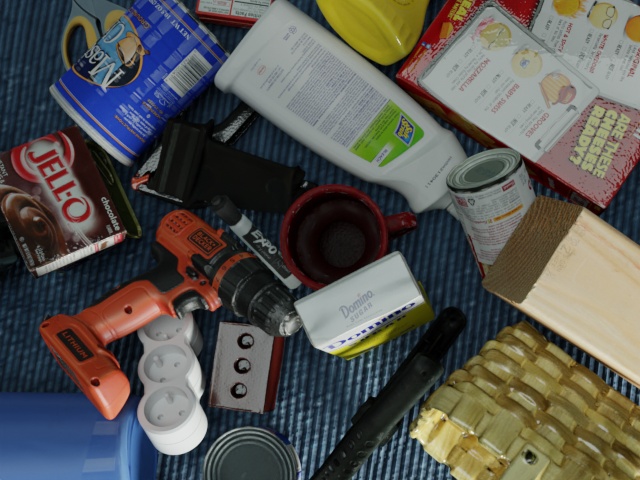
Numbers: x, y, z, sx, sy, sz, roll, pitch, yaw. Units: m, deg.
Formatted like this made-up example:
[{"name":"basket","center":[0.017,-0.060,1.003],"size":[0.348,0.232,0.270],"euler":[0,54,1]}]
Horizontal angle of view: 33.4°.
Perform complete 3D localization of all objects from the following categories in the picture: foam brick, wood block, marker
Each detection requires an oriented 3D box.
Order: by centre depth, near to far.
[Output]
[{"name":"wood block","center":[0.245,0.058,0.852],"size":[0.206,0.091,0.090],"euler":[33,91,-14]},{"name":"marker","center":[-0.056,0.001,0.946],"size":[0.020,0.121,0.020],"euler":[-26,38,23]},{"name":"foam brick","center":[-0.065,0.113,0.958],"size":[0.053,0.051,0.078],"euler":[6,84,10]}]

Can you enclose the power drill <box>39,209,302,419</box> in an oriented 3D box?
[{"name":"power drill","center":[-0.130,0.068,0.918],"size":[0.187,0.057,0.185],"euler":[-36,47,-21]}]

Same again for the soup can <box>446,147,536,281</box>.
[{"name":"soup can","center":[0.153,-0.018,0.905],"size":[0.068,0.068,0.102],"euler":[-22,115,6]}]

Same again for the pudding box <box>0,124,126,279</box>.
[{"name":"pudding box","center":[-0.234,-0.034,0.939],"size":[0.090,0.039,0.113],"euler":[-24,81,-14]}]

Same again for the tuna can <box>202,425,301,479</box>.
[{"name":"tuna can","center":[-0.060,0.209,0.955],"size":[0.086,0.033,0.086],"euler":[-1,83,10]}]

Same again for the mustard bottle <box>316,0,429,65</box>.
[{"name":"mustard bottle","center":[0.074,-0.252,0.951],"size":[0.096,0.058,0.191],"euler":[40,58,-18]}]

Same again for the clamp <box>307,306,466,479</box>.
[{"name":"clamp","center":[0.054,0.147,0.912],"size":[0.036,0.164,0.210],"euler":[39,114,6]}]

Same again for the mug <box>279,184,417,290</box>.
[{"name":"mug","center":[0.029,-0.001,0.940],"size":[0.117,0.081,0.093],"euler":[-20,80,7]}]

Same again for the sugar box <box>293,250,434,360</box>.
[{"name":"sugar box","center":[0.042,0.059,0.883],"size":[0.093,0.176,0.048],"euler":[-27,80,5]}]

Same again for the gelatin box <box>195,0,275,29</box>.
[{"name":"gelatin box","center":[-0.074,-0.247,1.014],"size":[0.073,0.030,0.089],"euler":[10,85,9]}]

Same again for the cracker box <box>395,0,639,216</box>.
[{"name":"cracker box","center":[0.199,-0.147,0.934],"size":[0.214,0.072,0.164],"euler":[34,90,11]}]

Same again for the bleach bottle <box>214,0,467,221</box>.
[{"name":"bleach bottle","center":[0.033,-0.100,0.948],"size":[0.251,0.068,0.102],"euler":[39,98,-1]}]

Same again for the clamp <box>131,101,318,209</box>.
[{"name":"clamp","center":[-0.093,-0.086,0.995],"size":[0.171,0.039,0.120],"euler":[-9,75,2]}]

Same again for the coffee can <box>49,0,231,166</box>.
[{"name":"coffee can","center":[-0.163,-0.153,0.981],"size":[0.140,0.102,0.103],"euler":[-45,78,2]}]

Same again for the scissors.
[{"name":"scissors","center":[-0.219,-0.249,1.046],"size":[0.096,0.016,0.202],"euler":[-5,83,7]}]

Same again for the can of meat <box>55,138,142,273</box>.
[{"name":"can of meat","center":[-0.229,-0.030,1.002],"size":[0.084,0.057,0.102],"euler":[-27,80,8]}]

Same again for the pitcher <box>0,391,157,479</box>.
[{"name":"pitcher","center":[-0.273,0.205,0.954],"size":[0.243,0.149,0.145],"euler":[-3,68,6]}]
